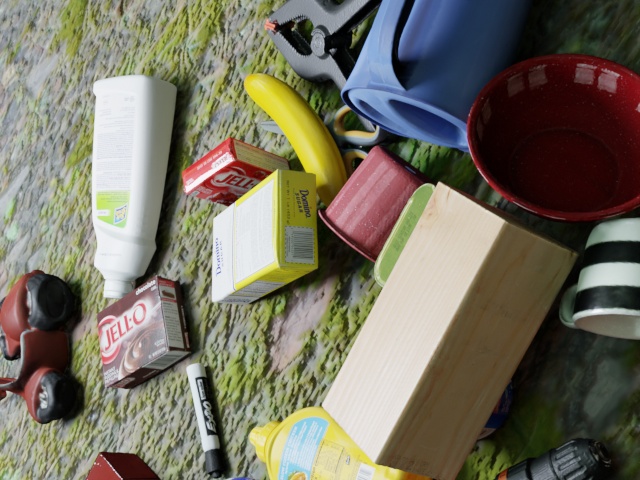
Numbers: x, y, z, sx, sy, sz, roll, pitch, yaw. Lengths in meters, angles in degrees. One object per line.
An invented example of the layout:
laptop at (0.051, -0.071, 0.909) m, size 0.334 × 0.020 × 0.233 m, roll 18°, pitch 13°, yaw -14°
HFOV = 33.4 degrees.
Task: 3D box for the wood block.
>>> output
wood block at (0.099, 0.073, 0.837) m, size 0.091 × 0.090 × 0.206 m, roll 39°, pitch 105°, yaw 54°

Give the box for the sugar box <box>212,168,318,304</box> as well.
sugar box at (-0.056, 0.001, 1.031) m, size 0.176 × 0.048 × 0.093 m, roll 149°, pitch 123°, yaw -64°

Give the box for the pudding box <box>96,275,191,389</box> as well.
pudding box at (-0.196, 0.103, 1.171) m, size 0.114 × 0.039 × 0.090 m, roll -30°, pitch 61°, yaw 31°

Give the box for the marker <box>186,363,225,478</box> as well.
marker at (-0.118, 0.185, 1.098) m, size 0.020 × 0.020 × 0.121 m, roll -31°, pitch 61°, yaw 31°

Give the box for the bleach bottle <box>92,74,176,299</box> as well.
bleach bottle at (-0.224, -0.059, 1.221) m, size 0.103 × 0.067 × 0.251 m, roll 0°, pitch 82°, yaw 40°

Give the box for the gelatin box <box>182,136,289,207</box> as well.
gelatin box at (-0.084, -0.065, 1.085) m, size 0.073 × 0.089 × 0.030 m, roll -31°, pitch 61°, yaw 31°

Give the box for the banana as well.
banana at (-0.022, -0.102, 1.041) m, size 0.198 × 0.037 × 0.070 m, roll 61°, pitch 142°, yaw 22°

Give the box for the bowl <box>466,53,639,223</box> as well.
bowl at (0.196, -0.070, 0.842) m, size 0.162 × 0.055 × 0.162 m, roll -2°, pitch 58°, yaw 4°

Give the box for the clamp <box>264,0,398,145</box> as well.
clamp at (0.015, -0.204, 1.043) m, size 0.210 × 0.036 × 0.165 m, roll 37°, pitch 129°, yaw 44°

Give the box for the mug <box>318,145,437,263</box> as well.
mug at (0.068, -0.024, 0.955) m, size 0.117 × 0.093 × 0.081 m, roll 38°, pitch 101°, yaw 8°

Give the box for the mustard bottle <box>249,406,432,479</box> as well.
mustard bottle at (0.008, 0.202, 0.961) m, size 0.192 × 0.058 × 0.096 m, roll 12°, pitch 86°, yaw 41°

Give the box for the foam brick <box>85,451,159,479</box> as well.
foam brick at (-0.221, 0.272, 1.142) m, size 0.051 × 0.052 × 0.078 m, roll 37°, pitch 103°, yaw 40°

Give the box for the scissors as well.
scissors at (0.005, -0.088, 1.059) m, size 0.202 × 0.016 × 0.096 m, roll -7°, pitch 98°, yaw 56°

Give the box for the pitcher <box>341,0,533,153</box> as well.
pitcher at (0.116, -0.208, 0.905) m, size 0.243 × 0.145 × 0.149 m, roll -69°, pitch 14°, yaw -6°

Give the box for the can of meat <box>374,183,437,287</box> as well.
can of meat at (0.105, 0.010, 0.902) m, size 0.058 × 0.083 × 0.102 m, roll 40°, pitch 106°, yaw 53°
